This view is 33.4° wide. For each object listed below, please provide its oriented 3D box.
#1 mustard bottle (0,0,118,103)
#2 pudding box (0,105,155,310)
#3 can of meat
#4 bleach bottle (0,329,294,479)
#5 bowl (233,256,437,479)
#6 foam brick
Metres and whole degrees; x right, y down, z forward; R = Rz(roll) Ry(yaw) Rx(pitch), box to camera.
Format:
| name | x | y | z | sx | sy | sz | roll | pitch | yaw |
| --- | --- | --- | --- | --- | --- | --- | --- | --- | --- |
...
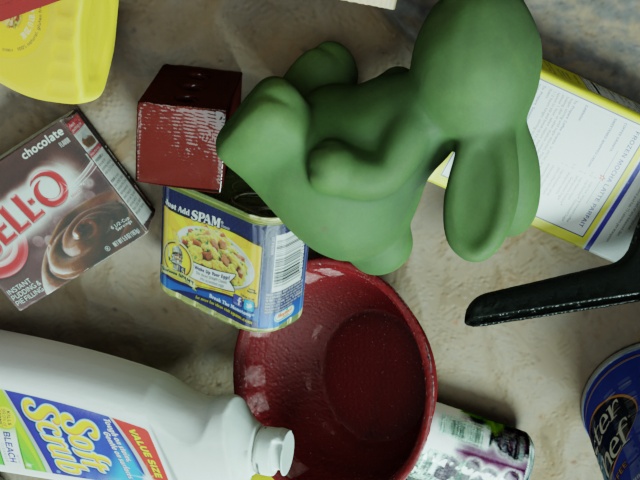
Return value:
| name | x | y | z | sx | sy | sz | roll | pitch | yaw |
| --- | --- | --- | --- | --- | --- | --- | --- | --- | --- |
| mustard bottle | -0.216 | -0.139 | 0.614 | 0.192 | 0.058 | 0.096 | 10 | 105 | 10 |
| pudding box | -0.178 | -0.020 | 0.692 | 0.114 | 0.039 | 0.090 | -31 | 109 | 15 |
| can of meat | -0.054 | 0.001 | 0.669 | 0.102 | 0.057 | 0.084 | 23 | 121 | 30 |
| bleach bottle | -0.141 | 0.115 | 0.706 | 0.251 | 0.068 | 0.102 | 6 | 118 | 15 |
| bowl | 0.019 | 0.091 | 0.698 | 0.162 | 0.055 | 0.162 | 0 | 90 | 39 |
| foam brick | -0.078 | -0.069 | 0.644 | 0.053 | 0.078 | 0.051 | 7 | 116 | 0 |
